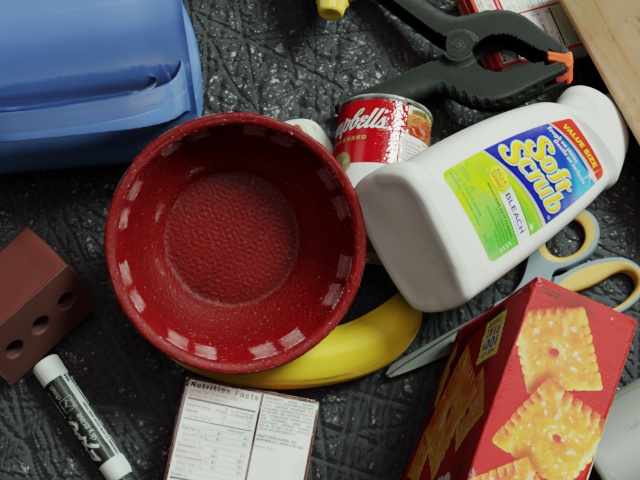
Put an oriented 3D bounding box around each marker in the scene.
[{"bbox_3d":[-0.145,0.127,0.688,0.020,0.020,0.121,-34,78,-17],"label":"marker"}]

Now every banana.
[{"bbox_3d":[-0.013,0.068,0.717,0.197,0.037,0.070,-11,55,-11],"label":"banana"}]

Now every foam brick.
[{"bbox_3d":[-0.194,0.042,0.686,0.051,0.053,0.078,33,69,32],"label":"foam brick"}]

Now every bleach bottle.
[{"bbox_3d":[0.137,-0.051,0.730,0.250,0.068,0.102,-34,99,-37],"label":"bleach bottle"}]

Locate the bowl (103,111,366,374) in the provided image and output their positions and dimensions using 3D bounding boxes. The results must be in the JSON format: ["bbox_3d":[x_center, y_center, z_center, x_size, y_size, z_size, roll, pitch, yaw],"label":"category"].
[{"bbox_3d":[-0.054,0.001,0.678,0.162,0.055,0.162,0,94,-8],"label":"bowl"}]

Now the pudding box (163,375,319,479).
[{"bbox_3d":[-0.054,0.150,0.680,0.090,0.039,0.113,12,68,-2],"label":"pudding box"}]

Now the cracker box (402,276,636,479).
[{"bbox_3d":[0.092,0.143,0.625,0.072,0.164,0.213,25,73,-1],"label":"cracker box"}]

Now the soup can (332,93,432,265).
[{"bbox_3d":[0.039,-0.041,0.743,0.068,0.068,0.102,10,71,-3],"label":"soup can"}]

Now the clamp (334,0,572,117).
[{"bbox_3d":[0.097,-0.144,0.783,0.171,0.039,0.120,0,77,10],"label":"clamp"}]

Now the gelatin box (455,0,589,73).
[{"bbox_3d":[0.159,-0.168,0.823,0.089,0.030,0.073,-17,75,-12],"label":"gelatin box"}]

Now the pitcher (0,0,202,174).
[{"bbox_3d":[-0.199,-0.101,0.699,0.242,0.149,0.145,-9,71,-6],"label":"pitcher"}]

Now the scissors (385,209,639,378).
[{"bbox_3d":[0.131,0.032,0.756,0.201,0.016,0.096,-10,70,-10],"label":"scissors"}]
